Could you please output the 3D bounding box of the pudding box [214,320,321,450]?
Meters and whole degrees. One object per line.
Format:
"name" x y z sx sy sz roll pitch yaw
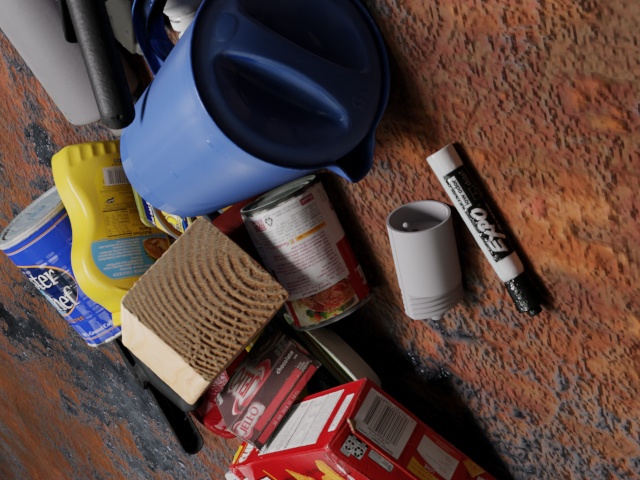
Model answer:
"pudding box" -0.047 0.123 0.921 0.039 0.090 0.113 37 177 -10

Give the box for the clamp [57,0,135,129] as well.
"clamp" -0.171 -0.190 0.744 0.210 0.036 0.165 87 160 -44

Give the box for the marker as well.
"marker" 0.106 -0.005 0.676 0.121 0.020 0.020 59 151 -1

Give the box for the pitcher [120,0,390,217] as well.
"pitcher" -0.069 -0.098 0.751 0.243 0.144 0.149 159 114 -64

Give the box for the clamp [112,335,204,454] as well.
"clamp" -0.169 0.134 1.099 0.171 0.039 0.120 50 148 15

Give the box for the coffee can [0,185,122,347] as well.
"coffee can" -0.239 0.022 1.070 0.140 0.102 0.103 52 154 -20

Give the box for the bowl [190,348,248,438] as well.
"bowl" -0.112 0.121 1.097 0.162 0.055 0.162 38 145 33

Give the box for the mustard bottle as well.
"mustard bottle" -0.189 0.003 1.006 0.058 0.096 0.191 -19 81 50

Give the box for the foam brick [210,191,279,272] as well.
"foam brick" -0.044 0.005 0.874 0.051 0.053 0.078 3 129 58

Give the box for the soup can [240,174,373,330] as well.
"soup can" -0.011 0.009 0.820 0.069 0.068 0.102 -7 111 59

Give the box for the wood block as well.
"wood block" -0.100 0.064 0.861 0.090 0.090 0.206 42 164 1

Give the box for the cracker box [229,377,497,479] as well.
"cracker box" 0.037 0.200 0.873 0.164 0.072 0.214 39 152 -10
